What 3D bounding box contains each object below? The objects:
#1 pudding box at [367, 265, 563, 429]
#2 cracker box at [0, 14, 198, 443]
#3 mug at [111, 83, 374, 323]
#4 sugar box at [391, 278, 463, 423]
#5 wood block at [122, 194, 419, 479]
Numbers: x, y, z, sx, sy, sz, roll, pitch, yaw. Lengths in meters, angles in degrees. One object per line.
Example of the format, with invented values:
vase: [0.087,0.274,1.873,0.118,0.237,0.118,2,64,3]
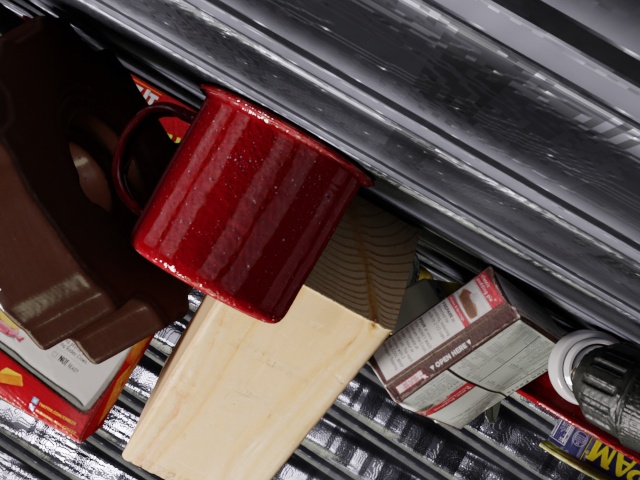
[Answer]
pudding box: [0.090,0.067,0.629,0.039,0.090,0.113,60,-165,28]
cracker box: [-0.163,-0.006,0.681,0.164,0.214,0.072,30,-179,1]
mug: [-0.045,-0.020,0.496,0.117,0.081,0.093,29,179,9]
sugar box: [0.098,0.078,0.791,0.093,0.048,0.176,64,-170,10]
wood block: [-0.034,0.065,0.643,0.090,0.206,0.090,29,-140,-7]
